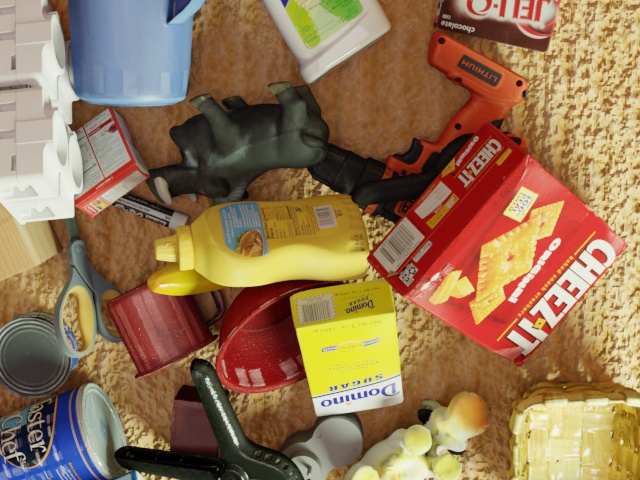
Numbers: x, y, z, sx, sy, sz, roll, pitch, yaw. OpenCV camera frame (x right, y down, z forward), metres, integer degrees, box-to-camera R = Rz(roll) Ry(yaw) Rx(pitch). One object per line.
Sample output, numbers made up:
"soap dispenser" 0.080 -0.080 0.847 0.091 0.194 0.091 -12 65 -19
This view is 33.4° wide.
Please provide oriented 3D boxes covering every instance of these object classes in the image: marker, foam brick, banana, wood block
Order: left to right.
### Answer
"wood block" -0.347 -0.060 1.047 0.091 0.090 0.206 -23 97 5
"marker" -0.192 -0.038 1.078 0.121 0.020 0.020 21 100 -1
"foam brick" -0.124 0.195 1.097 0.051 0.053 0.078 6 99 2
"banana" -0.076 0.022 1.046 0.197 0.070 0.037 -14 78 -16

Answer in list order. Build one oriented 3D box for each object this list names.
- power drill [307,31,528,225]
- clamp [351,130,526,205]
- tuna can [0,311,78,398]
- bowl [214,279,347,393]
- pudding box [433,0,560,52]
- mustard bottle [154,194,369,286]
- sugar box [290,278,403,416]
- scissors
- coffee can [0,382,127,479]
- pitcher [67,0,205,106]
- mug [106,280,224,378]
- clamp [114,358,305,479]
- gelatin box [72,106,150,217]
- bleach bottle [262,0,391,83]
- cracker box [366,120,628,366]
"power drill" 0.100 -0.103 1.035 0.184 0.057 0.188 26 103 -6
"clamp" 0.119 -0.037 0.992 0.171 0.039 0.120 -27 129 -7
"tuna can" -0.295 0.117 1.102 0.086 0.033 0.086 1 100 3
"bowl" -0.038 0.079 1.045 0.162 0.162 0.055 -38 55 8
"pudding box" 0.172 -0.234 1.017 0.113 0.039 0.090 12 100 1
"mustard bottle" -0.056 0.002 0.986 0.191 0.096 0.058 -4 131 -10
"sugar box" 0.029 0.107 1.023 0.093 0.048 0.176 -9 141 2
"scissors" -0.231 0.020 1.084 0.016 0.096 0.202 -15 69 44
"coffee can" -0.281 0.215 1.083 0.140 0.103 0.103 -21 98 6
"pitcher" -0.167 -0.248 0.983 0.145 0.149 0.243 0 103 -9
"mug" -0.151 0.075 1.067 0.117 0.093 0.081 -27 93 -23
"clamp" -0.092 0.225 1.043 0.210 0.036 0.165 44 121 -9
"gelatin box" -0.215 -0.078 1.044 0.073 0.030 0.089 -34 55 8
"bleach bottle" -0.038 -0.280 1.009 0.102 0.068 0.251 -33 94 6
"cracker box" 0.169 0.011 0.983 0.164 0.072 0.213 -49 135 9
